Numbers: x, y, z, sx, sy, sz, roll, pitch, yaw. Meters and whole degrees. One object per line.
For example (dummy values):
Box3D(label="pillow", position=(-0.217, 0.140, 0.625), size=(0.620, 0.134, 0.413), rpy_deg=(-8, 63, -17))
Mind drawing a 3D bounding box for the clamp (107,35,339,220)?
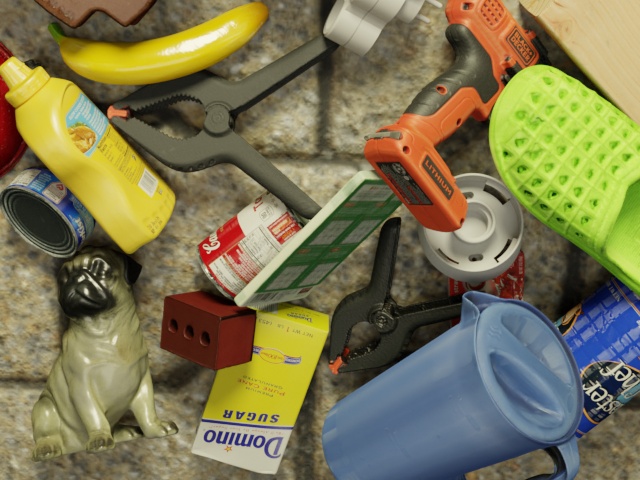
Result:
Box3D(label="clamp", position=(-0.082, -0.115, 0.953), size=(0.210, 0.036, 0.164), rpy_deg=(11, 85, 6))

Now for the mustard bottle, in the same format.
Box3D(label="mustard bottle", position=(-0.209, -0.082, 0.938), size=(0.058, 0.096, 0.191), rpy_deg=(-30, 114, 21))

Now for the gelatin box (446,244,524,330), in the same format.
Box3D(label="gelatin box", position=(0.160, 0.051, 1.035), size=(0.073, 0.030, 0.089), rpy_deg=(-4, 111, 3))

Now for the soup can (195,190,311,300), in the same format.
Box3D(label="soup can", position=(-0.057, 0.001, 0.995), size=(0.102, 0.068, 0.068), rpy_deg=(-37, 107, 13))

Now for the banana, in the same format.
Box3D(label="banana", position=(-0.142, -0.170, 0.930), size=(0.198, 0.037, 0.069), rpy_deg=(-5, 77, 0))

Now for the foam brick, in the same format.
Box3D(label="foam brick", position=(-0.106, 0.083, 1.002), size=(0.078, 0.051, 0.053), rpy_deg=(16, 105, 38))

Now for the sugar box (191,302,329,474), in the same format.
Box3D(label="sugar box", position=(-0.061, 0.145, 1.064), size=(0.093, 0.048, 0.176), rpy_deg=(17, 109, -5))

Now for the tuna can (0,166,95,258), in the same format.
Box3D(label="tuna can", position=(-0.250, -0.026, 0.980), size=(0.086, 0.033, 0.086), rpy_deg=(22, 142, 18))

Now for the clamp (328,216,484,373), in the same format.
Box3D(label="clamp", position=(0.060, 0.060, 1.028), size=(0.172, 0.039, 0.120), rpy_deg=(-38, 88, 23))

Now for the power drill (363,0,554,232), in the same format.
Box3D(label="power drill", position=(0.136, -0.099, 0.918), size=(0.184, 0.057, 0.187), rpy_deg=(46, 68, -23))

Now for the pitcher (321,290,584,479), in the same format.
Box3D(label="pitcher", position=(0.117, 0.168, 0.985), size=(0.144, 0.149, 0.243), rpy_deg=(27, 139, -26))
